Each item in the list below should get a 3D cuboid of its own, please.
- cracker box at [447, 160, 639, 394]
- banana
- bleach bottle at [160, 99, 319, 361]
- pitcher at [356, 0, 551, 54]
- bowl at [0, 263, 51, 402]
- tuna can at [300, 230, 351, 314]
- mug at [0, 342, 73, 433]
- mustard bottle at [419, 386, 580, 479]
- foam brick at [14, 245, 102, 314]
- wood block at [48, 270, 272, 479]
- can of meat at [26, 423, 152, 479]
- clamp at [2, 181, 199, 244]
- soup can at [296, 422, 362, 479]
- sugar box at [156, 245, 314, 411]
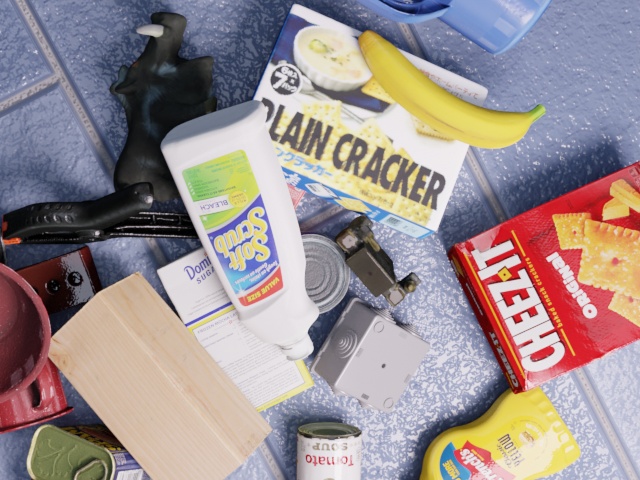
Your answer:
[{"bbox_3d":[0.260,0.037,1.077,0.213,0.072,0.164,-24,80,-3],"label":"cracker box"},{"bbox_3d":[0.119,-0.135,1.023,0.197,0.037,0.069,23,53,-8],"label":"banana"},{"bbox_3d":[-0.057,0.001,1.003,0.103,0.068,0.251,-16,113,17],"label":"bleach bottle"},{"bbox_3d":[0.106,-0.283,1.034,0.242,0.145,0.149,35,111,-9],"label":"pitcher"},{"bbox_3d":[-0.323,0.071,0.964,0.162,0.055,0.162,-3,115,-6],"label":"bowl"},{"bbox_3d":[-0.012,0.034,1.091,0.086,0.034,0.086,0,93,-5],"label":"tuna can"},{"bbox_3d":[-0.291,0.138,1.038,0.093,0.117,0.081,-14,90,-35],"label":"mug"},{"bbox_3d":[0.165,0.233,1.105,0.191,0.058,0.096,-33,87,-1],"label":"mustard bottle"},{"bbox_3d":[-0.262,0.043,1.062,0.078,0.051,0.053,-19,95,-4],"label":"foam brick"},{"bbox_3d":[-0.156,0.144,1.032,0.091,0.090,0.206,-41,88,21],"label":"wood block"},{"bbox_3d":[-0.218,0.216,1.041,0.102,0.083,0.057,16,91,28],"label":"can of meat"},{"bbox_3d":[-0.211,-0.017,1.038,0.210,0.164,0.036,-7,77,24],"label":"clamp"},{"bbox_3d":[0.009,0.242,1.089,0.068,0.068,0.102,1,93,-5],"label":"soup can"},{"bbox_3d":[-0.086,0.086,1.083,0.093,0.048,0.176,-26,92,-2],"label":"sugar box"}]
